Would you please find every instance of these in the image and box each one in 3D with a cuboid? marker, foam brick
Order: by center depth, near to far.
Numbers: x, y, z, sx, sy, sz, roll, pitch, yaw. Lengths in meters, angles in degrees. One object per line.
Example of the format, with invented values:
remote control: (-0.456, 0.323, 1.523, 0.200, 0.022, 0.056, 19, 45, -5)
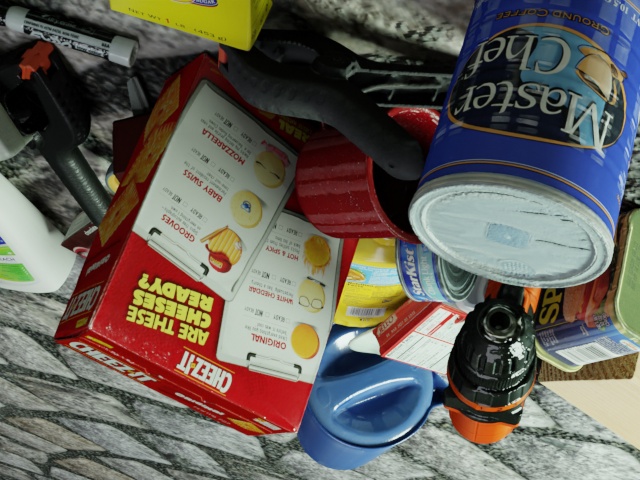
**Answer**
marker: (-0.187, -0.147, 0.745, 0.121, 0.020, 0.020, 17, 156, 4)
foam brick: (-0.121, -0.057, 0.822, 0.051, 0.053, 0.078, -14, 147, 9)

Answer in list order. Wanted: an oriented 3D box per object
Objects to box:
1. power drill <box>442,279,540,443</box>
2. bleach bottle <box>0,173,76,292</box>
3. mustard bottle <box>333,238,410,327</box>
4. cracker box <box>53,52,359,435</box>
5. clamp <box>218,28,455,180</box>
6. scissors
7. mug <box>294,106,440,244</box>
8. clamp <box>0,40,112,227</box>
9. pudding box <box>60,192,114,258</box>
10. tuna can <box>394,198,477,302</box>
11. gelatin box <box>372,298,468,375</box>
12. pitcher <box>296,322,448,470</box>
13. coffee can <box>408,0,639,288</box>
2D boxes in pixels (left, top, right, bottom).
power drill: (0.122, 0.022, 0.671, 0.057, 0.187, 0.184, 16, 157, 10)
bleach bottle: (-0.338, -0.039, 1.034, 0.103, 0.068, 0.250, 7, 151, 24)
mustard bottle: (0.045, 0.012, 0.857, 0.096, 0.058, 0.192, 3, 156, -5)
cracker box: (-0.065, 0.006, 0.739, 0.164, 0.213, 0.072, 31, 152, -25)
clamp: (0.009, -0.086, 0.629, 0.171, 0.120, 0.039, 14, 120, 15)
scissors: (-0.154, -0.075, 0.873, 0.096, 0.016, 0.201, 5, 153, 19)
mug: (0.032, -0.053, 0.715, 0.082, 0.093, 0.117, -3, 117, 49)
clamp: (-0.224, -0.088, 0.867, 0.164, 0.036, 0.210, 32, 151, -8)
pudding box: (-0.192, 0.001, 1.034, 0.090, 0.039, 0.114, 29, 155, -20)
tuna can: (0.088, 0.003, 0.778, 0.034, 0.086, 0.086, 2, 151, 30)
gelatin box: (0.100, 0.074, 0.893, 0.089, 0.030, 0.073, 21, 127, -37)
pitcher: (0.025, 0.171, 1.129, 0.149, 0.145, 0.243, 49, 162, 12)
coffee can: (0.113, -0.060, 0.560, 0.103, 0.140, 0.103, 16, 156, 7)
